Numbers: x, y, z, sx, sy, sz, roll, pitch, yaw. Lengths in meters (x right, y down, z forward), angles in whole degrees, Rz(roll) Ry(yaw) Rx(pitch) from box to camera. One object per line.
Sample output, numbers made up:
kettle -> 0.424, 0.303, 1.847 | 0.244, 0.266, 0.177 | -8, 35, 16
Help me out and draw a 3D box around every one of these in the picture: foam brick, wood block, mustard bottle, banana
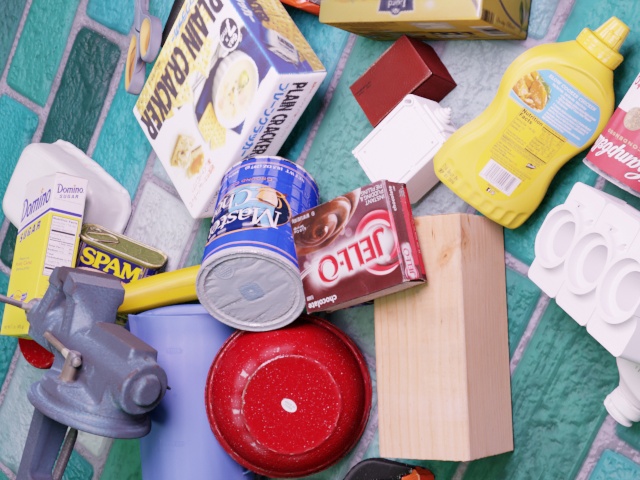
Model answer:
foam brick -> 0.077, -0.145, 1.000 | 0.078, 0.051, 0.053 | -41, 64, 27
wood block -> 0.107, 0.084, 0.940 | 0.090, 0.090, 0.206 | -6, 84, 36
mustard bottle -> 0.188, -0.107, 0.897 | 0.096, 0.058, 0.192 | 35, 112, -10
banana -> -0.148, 0.048, 1.130 | 0.198, 0.069, 0.037 | -12, 90, 19

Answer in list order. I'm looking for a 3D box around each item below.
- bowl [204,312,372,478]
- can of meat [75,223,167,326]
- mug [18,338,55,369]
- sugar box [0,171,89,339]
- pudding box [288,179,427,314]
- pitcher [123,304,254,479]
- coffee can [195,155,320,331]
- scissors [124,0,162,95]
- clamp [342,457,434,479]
bowl -> -0.029, 0.149, 1.001 | 0.162, 0.055, 0.162 | 0, 91, -4
can of meat -> -0.234, 0.040, 1.192 | 0.102, 0.057, 0.084 | 23, 106, -2
mug -> -0.290, 0.118, 1.232 | 0.093, 0.081, 0.117 | -30, 70, 31
sugar box -> -0.302, 0.018, 1.163 | 0.094, 0.048, 0.176 | -9, 74, 54
pudding box -> 0.031, 0.007, 0.920 | 0.114, 0.039, 0.090 | -22, 73, 39
pitcher -> -0.115, 0.186, 1.078 | 0.149, 0.144, 0.243 | 176, 92, -68
coffee can -> -0.057, 0.001, 1.015 | 0.103, 0.102, 0.140 | -32, 31, 30
scissors -> -0.190, -0.258, 1.170 | 0.096, 0.016, 0.202 | -27, 56, 58
clamp -> 0.028, 0.252, 1.019 | 0.172, 0.039, 0.120 | -43, 67, 19
